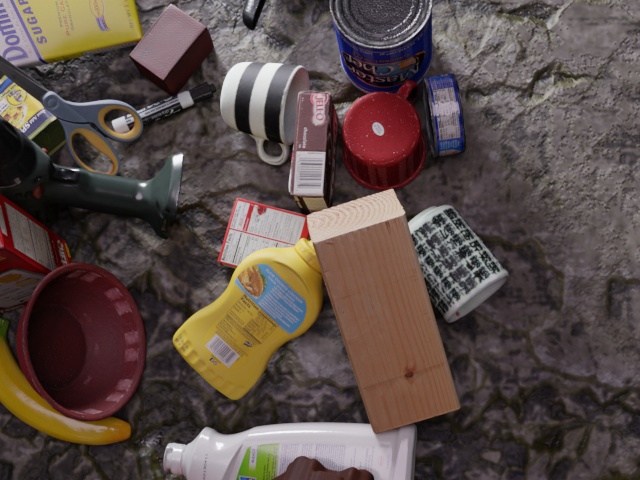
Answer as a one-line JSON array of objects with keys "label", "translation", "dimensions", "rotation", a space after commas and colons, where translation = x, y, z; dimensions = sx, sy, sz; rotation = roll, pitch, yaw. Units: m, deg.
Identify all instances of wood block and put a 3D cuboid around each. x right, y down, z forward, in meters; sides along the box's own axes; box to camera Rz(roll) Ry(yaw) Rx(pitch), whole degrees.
[{"label": "wood block", "translation": [0.060, 0.068, 1.032], "dimensions": [0.091, 0.090, 0.206], "rotation": [-17, 109, 1]}]

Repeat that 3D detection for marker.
[{"label": "marker", "translation": [-0.173, -0.147, 1.187], "dimensions": [0.121, 0.020, 0.020], "rotation": [-23, 77, 1]}]

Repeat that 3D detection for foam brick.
[{"label": "foam brick", "translation": [-0.164, -0.210, 1.183], "dimensions": [0.053, 0.051, 0.078], "rotation": [37, 84, 13]}]

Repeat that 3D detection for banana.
[{"label": "banana", "translation": [-0.291, 0.164, 1.125], "dimensions": [0.198, 0.037, 0.069], "rotation": [38, 85, 12]}]

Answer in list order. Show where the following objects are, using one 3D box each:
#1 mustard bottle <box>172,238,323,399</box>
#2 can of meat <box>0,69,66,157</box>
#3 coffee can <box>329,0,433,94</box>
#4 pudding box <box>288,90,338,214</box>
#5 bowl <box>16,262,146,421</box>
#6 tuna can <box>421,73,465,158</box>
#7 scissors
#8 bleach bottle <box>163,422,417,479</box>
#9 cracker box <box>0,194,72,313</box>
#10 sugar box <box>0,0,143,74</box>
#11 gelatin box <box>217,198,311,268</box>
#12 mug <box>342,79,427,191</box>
[{"label": "mustard bottle", "translation": [-0.055, 0.065, 1.088], "dimensions": [0.096, 0.058, 0.192], "rotation": [44, 99, 1]}, {"label": "can of meat", "translation": [-0.337, -0.127, 1.181], "dimensions": [0.102, 0.057, 0.084], "rotation": [-43, 75, -4]}, {"label": "coffee can", "translation": [0.066, -0.221, 1.114], "dimensions": [0.103, 0.140, 0.103], "rotation": [-1, 78, 6]}, {"label": "pudding box", "translation": [-0.005, -0.090, 1.120], "dimensions": [0.039, 0.090, 0.113], "rotation": [5, 79, 8]}, {"label": "bowl", "translation": [-0.255, 0.106, 1.093], "dimensions": [0.055, 0.161, 0.162], "rotation": [-12, 75, 35]}, {"label": "tuna can", "translation": [0.129, -0.131, 1.117], "dimensions": [0.034, 0.086, 0.086], "rotation": [-8, 77, 2]}, {"label": "scissors", "translation": [-0.266, -0.154, 1.135], "dimensions": [0.096, 0.016, 0.201], "rotation": [-36, 119, -5]}, {"label": "bleach bottle", "translation": [-0.032, 0.223, 1.072], "dimensions": [0.251, 0.068, 0.102], "rotation": [4, 83, 9]}, {"label": "cracker box", "translation": [-0.360, 0.023, 1.071], "dimensions": [0.164, 0.213, 0.072], "rotation": [-16, 75, 2]}, {"label": "sugar box", "translation": [-0.293, -0.248, 1.188], "dimensions": [0.176, 0.048, 0.093], "rotation": [-14, 94, -5]}, {"label": "gelatin box", "translation": [-0.058, 0.001, 1.138], "dimensions": [0.089, 0.030, 0.073], "rotation": [14, 81, 8]}, {"label": "mug", "translation": [0.072, -0.116, 1.121], "dimensions": [0.093, 0.081, 0.117], "rotation": [30, 83, 11]}]
